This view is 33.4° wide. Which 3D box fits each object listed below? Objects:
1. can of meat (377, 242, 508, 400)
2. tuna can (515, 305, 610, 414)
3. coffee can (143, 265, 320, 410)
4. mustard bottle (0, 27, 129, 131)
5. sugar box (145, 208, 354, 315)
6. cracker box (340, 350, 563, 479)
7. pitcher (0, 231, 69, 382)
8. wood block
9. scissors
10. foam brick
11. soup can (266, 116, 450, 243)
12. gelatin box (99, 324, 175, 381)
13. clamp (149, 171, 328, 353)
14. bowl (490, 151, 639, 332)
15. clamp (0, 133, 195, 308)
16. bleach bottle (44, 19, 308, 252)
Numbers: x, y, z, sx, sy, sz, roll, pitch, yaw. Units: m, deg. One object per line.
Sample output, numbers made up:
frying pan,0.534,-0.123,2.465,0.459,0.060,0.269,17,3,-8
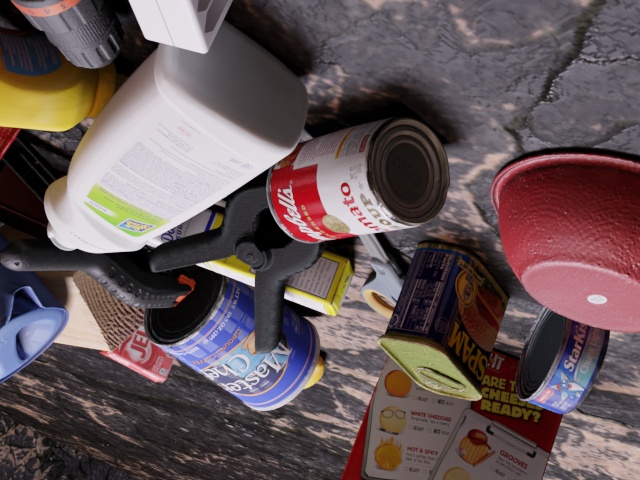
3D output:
can of meat,0.096,0.061,0.805,0.058,0.084,0.102,6,153,35
tuna can,0.175,0.081,0.774,0.033,0.086,0.086,22,159,-4
coffee can,-0.082,0.086,1.009,0.103,0.102,0.140,0,149,44
mustard bottle,-0.209,-0.106,0.682,0.191,0.058,0.096,3,-152,-29
sugar box,-0.062,0.010,0.873,0.176,0.048,0.093,22,173,7
cracker box,0.108,0.198,0.940,0.164,0.213,0.072,21,160,4
pitcher,-0.352,0.022,0.965,0.243,0.149,0.145,51,179,12
wood block,-0.259,0.040,1.057,0.207,0.090,0.090,3,125,41
scissors,0.041,0.020,0.854,0.096,0.016,0.201,10,149,50
foam brick,-0.253,-0.035,0.962,0.078,0.051,0.053,24,159,-4
soup can,0.023,-0.036,0.669,0.068,0.068,0.102,35,154,-30
gelatin box,-0.186,0.099,1.158,0.073,0.089,0.030,32,157,-23
clamp,-0.055,0.001,0.786,0.120,0.039,0.172,28,125,-3
bowl,0.175,0.012,0.653,0.162,0.055,0.162,19,159,7
clamp,-0.193,-0.006,0.902,0.036,0.165,0.209,-40,137,19
bleach bottle,-0.120,-0.051,0.700,0.102,0.068,0.251,32,143,-25
